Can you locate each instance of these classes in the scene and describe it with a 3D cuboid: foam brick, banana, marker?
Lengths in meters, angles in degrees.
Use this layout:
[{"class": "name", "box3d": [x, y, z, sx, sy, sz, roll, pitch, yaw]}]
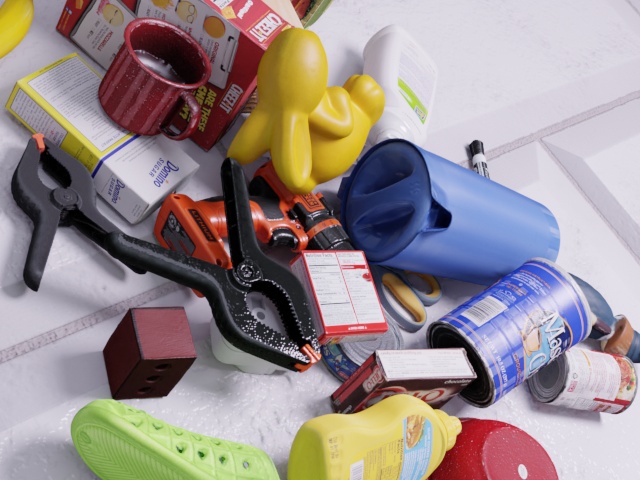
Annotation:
[{"class": "foam brick", "box3d": [-0.149, 0.098, 0.923, 0.052, 0.078, 0.051, 0, 57, -31]}, {"class": "banana", "box3d": [-0.344, -0.203, 1.061, 0.069, 0.037, 0.197, 46, 44, 5]}, {"class": "marker", "box3d": [0.205, -0.080, 1.349, 0.020, 0.020, 0.121, 15, 48, -24]}]

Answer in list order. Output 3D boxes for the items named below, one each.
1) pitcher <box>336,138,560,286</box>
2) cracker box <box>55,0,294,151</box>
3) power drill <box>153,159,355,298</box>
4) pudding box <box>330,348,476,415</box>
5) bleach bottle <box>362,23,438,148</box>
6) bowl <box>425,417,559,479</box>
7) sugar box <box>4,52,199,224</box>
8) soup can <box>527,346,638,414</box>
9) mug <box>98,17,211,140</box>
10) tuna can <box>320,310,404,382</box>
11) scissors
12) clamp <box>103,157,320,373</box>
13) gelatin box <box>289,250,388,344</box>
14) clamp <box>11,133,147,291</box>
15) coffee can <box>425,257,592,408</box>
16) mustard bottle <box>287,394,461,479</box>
[{"class": "pitcher", "box3d": [0.143, -0.020, 1.174, 0.242, 0.145, 0.149, 16, 47, -39]}, {"class": "cracker box", "box3d": [-0.154, -0.223, 1.115, 0.213, 0.164, 0.072, 38, 45, -2]}, {"class": "power drill", "box3d": [-0.057, 0.001, 1.068, 0.187, 0.057, 0.184, -12, 53, -43]}, {"class": "pudding box", "box3d": [0.079, 0.141, 1.033, 0.113, 0.090, 0.039, 1, 55, -34]}, {"class": "bleach bottle", "box3d": [0.086, -0.167, 1.259, 0.102, 0.068, 0.250, 43, 28, -15]}, {"class": "bowl", "box3d": [0.182, 0.237, 1.051, 0.162, 0.055, 0.162, 18, 48, -22]}, {"class": "sugar box", "box3d": [-0.216, -0.103, 1.063, 0.176, 0.048, 0.093, 45, 41, 0]}, {"class": "soup can", "box3d": [0.290, 0.153, 1.183, 0.102, 0.069, 0.068, 12, 50, -26]}, {"class": "mug", "box3d": [-0.159, -0.149, 1.048, 0.117, 0.082, 0.093, 51, 38, 11]}, {"class": "tuna can", "box3d": [0.042, 0.104, 1.078, 0.086, 0.034, 0.086, 18, 48, -21]}, {"class": "scissors", "box3d": [0.063, 0.011, 1.182, 0.096, 0.016, 0.202, -18, 67, -43]}, {"class": "clamp", "box3d": [-0.071, 0.027, 0.967, 0.210, 0.036, 0.164, 44, 53, 0]}, {"class": "gelatin box", "box3d": [0.016, 0.053, 1.014, 0.073, 0.030, 0.089, -1, 61, -34]}, {"class": "clamp", "box3d": [-0.245, -0.024, 0.984, 0.120, 0.039, 0.171, -15, 59, -46]}, {"class": "coffee can", "box3d": [0.196, 0.095, 1.109, 0.140, 0.103, 0.103, -30, 75, -23]}, {"class": "mustard bottle", "box3d": [0.059, 0.192, 0.979, 0.191, 0.096, 0.058, -9, 22, -39]}]
